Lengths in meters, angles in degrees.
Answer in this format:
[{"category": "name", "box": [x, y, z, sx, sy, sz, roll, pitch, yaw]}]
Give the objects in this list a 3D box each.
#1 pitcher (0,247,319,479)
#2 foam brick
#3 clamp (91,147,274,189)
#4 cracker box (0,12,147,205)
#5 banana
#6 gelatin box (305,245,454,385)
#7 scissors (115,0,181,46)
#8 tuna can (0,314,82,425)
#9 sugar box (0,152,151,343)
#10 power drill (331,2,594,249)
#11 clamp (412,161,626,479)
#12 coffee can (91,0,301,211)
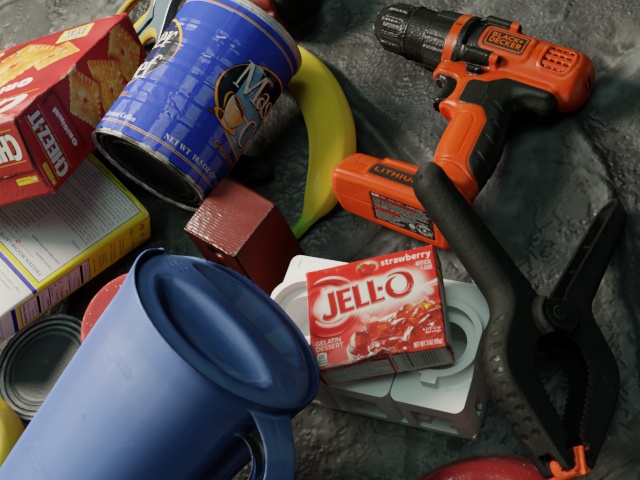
[{"category": "pitcher", "box": [-0.116, 0.138, 0.659, 0.145, 0.149, 0.243, 37, 111, -6]}, {"category": "foam brick", "box": [-0.055, 0.001, 0.793, 0.053, 0.078, 0.051, 29, 72, 31]}, {"category": "clamp", "box": [-0.119, -0.096, 0.896, 0.171, 0.039, 0.120, -4, 60, 13]}, {"category": "cracker box", "box": [-0.249, -0.099, 0.860, 0.164, 0.072, 0.213, -12, 27, 22]}, {"category": "banana", "box": [-0.008, -0.096, 0.857, 0.070, 0.037, 0.198, -15, 57, 11]}, {"category": "gelatin box", "box": [0.036, 0.048, 0.683, 0.089, 0.030, 0.073, -12, 57, 13]}, {"category": "scissors", "box": [-0.121, -0.207, 0.924, 0.202, 0.016, 0.096, -25, 66, 40]}, {"category": "tuna can", "box": [-0.202, 0.102, 0.813, 0.086, 0.033, 0.086, -9, 58, 15]}, {"category": "sugar box", "box": [-0.228, 0.007, 0.830, 0.176, 0.048, 0.093, -38, 70, -24]}, {"category": "power drill", "box": [0.087, -0.095, 0.801, 0.185, 0.057, 0.187, 22, 65, 28]}, {"category": "clamp", "box": [0.131, 0.046, 0.673, 0.164, 0.036, 0.210, 14, 59, -19]}, {"category": "coffee can", "box": [-0.093, -0.108, 0.815, 0.103, 0.102, 0.140, 23, 72, 29]}]
